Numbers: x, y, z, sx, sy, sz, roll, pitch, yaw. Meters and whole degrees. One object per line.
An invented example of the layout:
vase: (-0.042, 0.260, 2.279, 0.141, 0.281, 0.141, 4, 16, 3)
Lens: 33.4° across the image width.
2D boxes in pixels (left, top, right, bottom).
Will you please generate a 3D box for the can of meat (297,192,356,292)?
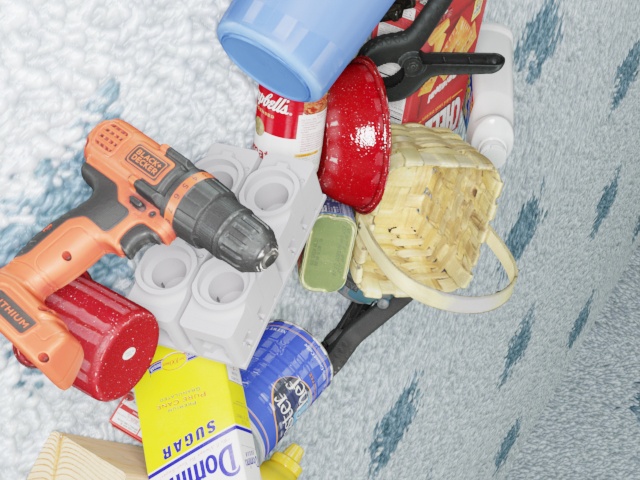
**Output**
can of meat: (0.004, -0.005, 1.160, 0.084, 0.057, 0.102, -100, -162, -58)

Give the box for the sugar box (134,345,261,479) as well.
sugar box: (-0.114, 0.157, 0.954, 0.048, 0.093, 0.176, 44, 29, -61)

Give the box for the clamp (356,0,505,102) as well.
clamp: (0.107, -0.189, 1.128, 0.120, 0.172, 0.039, 45, 31, -26)

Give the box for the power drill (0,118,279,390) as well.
power drill: (-0.147, 0.015, 0.772, 0.187, 0.185, 0.057, -47, 151, -17)

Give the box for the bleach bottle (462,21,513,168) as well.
bleach bottle: (0.210, -0.175, 1.330, 0.250, 0.068, 0.103, -83, -179, -54)

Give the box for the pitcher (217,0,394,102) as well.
pitcher: (0.014, -0.248, 0.913, 0.149, 0.145, 0.242, 37, 78, -23)

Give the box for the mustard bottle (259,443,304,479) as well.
mustard bottle: (-0.079, 0.319, 1.246, 0.191, 0.058, 0.096, -53, 160, -22)

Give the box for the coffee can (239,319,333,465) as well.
coffee can: (-0.066, 0.168, 1.170, 0.140, 0.103, 0.103, -44, 149, -41)

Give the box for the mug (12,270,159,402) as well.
mug: (-0.185, 0.086, 0.864, 0.093, 0.082, 0.117, -45, 150, -39)

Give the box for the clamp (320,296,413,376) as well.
clamp: (0.032, 0.126, 1.347, 0.209, 0.036, 0.165, -48, -171, -21)

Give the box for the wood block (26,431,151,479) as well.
wood block: (-0.186, 0.248, 1.009, 0.091, 0.090, 0.206, -63, 156, -5)

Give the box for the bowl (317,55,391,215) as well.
bowl: (0.018, -0.105, 1.078, 0.055, 0.162, 0.162, -3, 125, -18)

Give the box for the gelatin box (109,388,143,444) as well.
gelatin box: (-0.148, 0.156, 1.021, 0.089, 0.073, 0.030, -60, 156, -14)

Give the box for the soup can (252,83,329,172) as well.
soup can: (-0.029, -0.113, 1.019, 0.068, 0.069, 0.102, -38, 146, -47)

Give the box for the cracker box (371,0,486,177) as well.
cracker box: (0.120, -0.203, 1.243, 0.163, 0.072, 0.214, -39, 146, -46)
